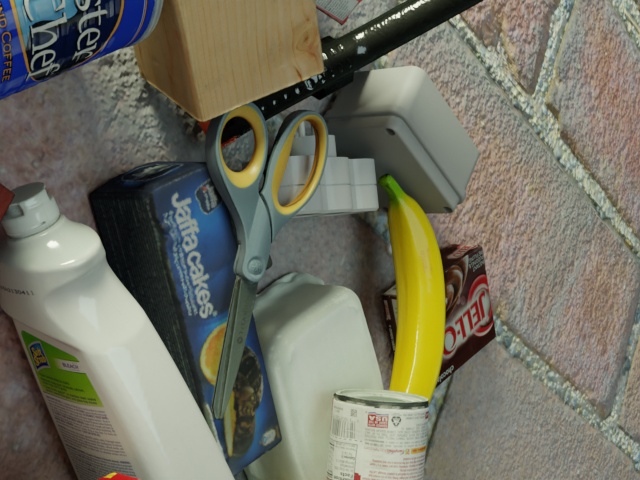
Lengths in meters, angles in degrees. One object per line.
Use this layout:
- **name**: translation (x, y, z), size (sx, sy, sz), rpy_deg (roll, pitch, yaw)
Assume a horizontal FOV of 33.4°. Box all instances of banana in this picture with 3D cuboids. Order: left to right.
- **banana**: translation (0.068, 0.051, 0.815), size (0.069, 0.037, 0.198), rpy_deg (6, 77, -44)

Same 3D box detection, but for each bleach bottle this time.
- **bleach bottle**: translation (-0.119, 0.084, 0.618), size (0.068, 0.103, 0.251), rpy_deg (-43, 124, -43)

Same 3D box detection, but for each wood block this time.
- **wood block**: translation (-0.069, -0.188, 0.610), size (0.090, 0.090, 0.206), rpy_deg (-26, 130, -23)

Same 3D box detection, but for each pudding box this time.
- **pudding box**: translation (0.103, 0.063, 0.911), size (0.113, 0.039, 0.090), rpy_deg (-30, 114, -42)

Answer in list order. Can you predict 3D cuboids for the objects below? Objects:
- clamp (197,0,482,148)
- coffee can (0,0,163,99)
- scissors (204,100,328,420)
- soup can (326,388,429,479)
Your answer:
- **clamp**: translation (0.003, -0.121, 0.744), size (0.209, 0.165, 0.036), rpy_deg (-32, 97, -17)
- **coffee can**: translation (-0.166, -0.128, 0.549), size (0.140, 0.103, 0.103), rpy_deg (-35, 118, -41)
- **scissors**: translation (-0.054, 0.001, 0.655), size (0.096, 0.016, 0.201), rpy_deg (33, 74, -35)
- **soup can**: translation (0.038, 0.157, 0.732), size (0.068, 0.069, 0.102), rpy_deg (6, 88, -48)
